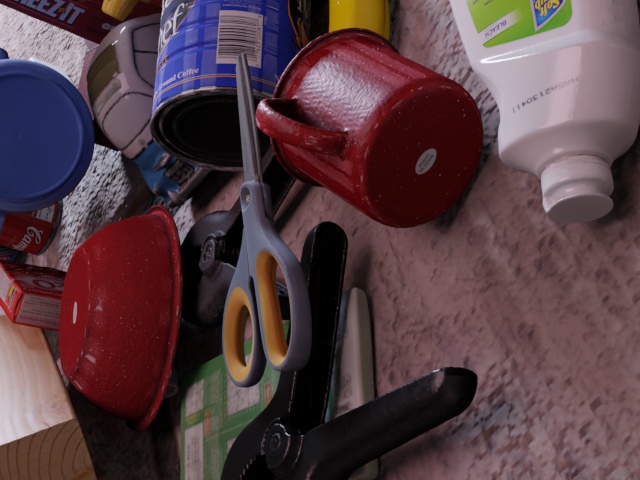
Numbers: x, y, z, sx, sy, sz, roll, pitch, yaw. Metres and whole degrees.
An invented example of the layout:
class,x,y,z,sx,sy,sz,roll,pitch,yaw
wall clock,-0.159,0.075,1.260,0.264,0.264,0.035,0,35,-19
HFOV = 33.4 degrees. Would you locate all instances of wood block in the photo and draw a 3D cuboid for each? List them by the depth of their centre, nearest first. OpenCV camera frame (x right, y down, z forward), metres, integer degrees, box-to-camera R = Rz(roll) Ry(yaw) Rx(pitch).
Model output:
class,x,y,z,sx,sy,sz,roll,pitch,yaw
wood block,-0.225,0.135,0.776,0.206,0.090,0.090,-141,37,-61

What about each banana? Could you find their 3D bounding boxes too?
class,x,y,z,sx,sy,sz,roll,pitch,yaw
banana,0.015,-0.143,0.674,0.070,0.037,0.198,-24,56,46

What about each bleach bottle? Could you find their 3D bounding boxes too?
class,x,y,z,sx,sy,sz,roll,pitch,yaw
bleach bottle,0.103,-0.123,0.525,0.103,0.068,0.251,-30,54,44

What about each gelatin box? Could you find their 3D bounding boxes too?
class,x,y,z,sx,sy,sz,roll,pitch,yaw
gelatin box,-0.208,0.046,0.843,0.073,0.089,0.030,34,106,54

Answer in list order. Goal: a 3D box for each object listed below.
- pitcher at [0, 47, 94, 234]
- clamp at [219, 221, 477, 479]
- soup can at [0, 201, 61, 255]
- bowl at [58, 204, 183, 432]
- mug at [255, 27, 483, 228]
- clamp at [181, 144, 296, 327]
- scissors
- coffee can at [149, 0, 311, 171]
class,x,y,z,sx,sy,sz,roll,pitch,yaw
pitcher,-0.258,-0.070,0.846,0.145,0.149,0.243,-37,18,-17
clamp,-0.011,0.101,0.569,0.210,0.036,0.165,-58,33,20
soup can,-0.305,-0.032,1.003,0.069,0.102,0.068,-28,53,44
bowl,-0.146,0.052,0.747,0.162,0.055,0.162,-174,90,-65
mug,0.022,-0.058,0.560,0.082,0.117,0.093,38,118,49
clamp,-0.055,0.001,0.695,0.172,0.039,0.120,-16,57,53
scissors,-0.043,-0.005,0.605,0.096,0.016,0.202,-56,38,41
coffee can,-0.057,-0.131,0.710,0.103,0.102,0.140,-27,54,45
